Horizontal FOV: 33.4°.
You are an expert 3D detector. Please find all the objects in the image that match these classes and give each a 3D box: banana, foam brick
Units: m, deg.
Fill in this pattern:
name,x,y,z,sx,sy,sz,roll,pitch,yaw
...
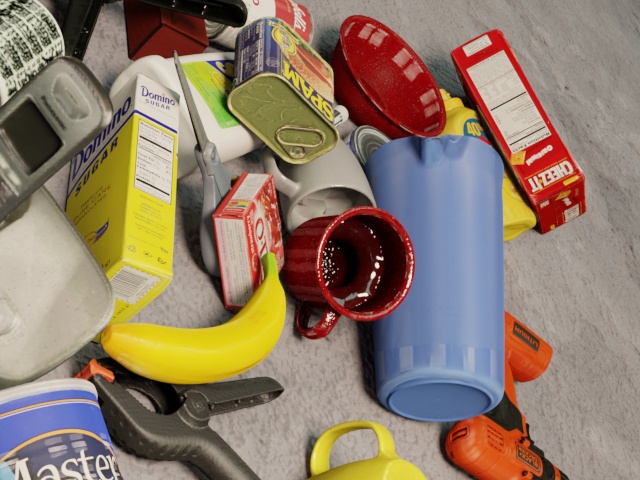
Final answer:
name,x,y,z,sx,sy,sz,roll,pitch,yaw
banana,-0.076,0.065,0.748,0.069,0.037,0.197,54,31,6
foam brick,-0.138,-0.195,0.950,0.052,0.051,0.078,21,45,-38

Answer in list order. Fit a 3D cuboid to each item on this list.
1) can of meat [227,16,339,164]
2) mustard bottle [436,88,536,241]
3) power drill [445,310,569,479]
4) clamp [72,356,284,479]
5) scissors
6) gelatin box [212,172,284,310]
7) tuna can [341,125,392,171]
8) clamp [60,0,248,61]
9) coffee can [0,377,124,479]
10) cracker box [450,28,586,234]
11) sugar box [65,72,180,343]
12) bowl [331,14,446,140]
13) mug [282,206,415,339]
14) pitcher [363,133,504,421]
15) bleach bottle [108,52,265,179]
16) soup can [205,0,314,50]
name,x,y,z,sx,sy,sz,roll,pitch,yaw
can of meat,-0.031,-0.129,0.908,0.102,0.058,0.084,41,34,-37
mustard bottle,0.177,-0.092,1.235,0.096,0.058,0.192,0,59,-56
power drill,0.192,0.169,1.019,0.184,0.057,0.187,37,36,-28
clamp,-0.088,0.130,0.728,0.171,0.039,0.120,19,36,-33
scissors,-0.089,-0.045,0.815,0.201,0.016,0.096,66,30,-58
gelatin box,-0.056,0.001,0.852,0.073,0.030,0.089,-61,150,-56
tuna can,0.053,-0.074,1.090,0.086,0.034,0.086,31,39,-30
clamp,-0.167,-0.216,0.884,0.164,0.036,0.210,-17,51,-21
coffee can,-0.149,0.158,0.571,0.102,0.103,0.140,1,60,-50
cracker box,0.242,-0.129,1.284,0.214,0.072,0.164,64,8,17
sugar box,-0.143,-0.026,0.755,0.048,0.093,0.176,25,42,-34
bowl,0.064,-0.166,1.166,0.162,0.055,0.162,31,40,-30
mug,0.014,0.030,0.894,0.093,0.082,0.117,30,76,-24
pitcher,0.106,0.038,0.967,0.149,0.145,0.243,24,53,-32
bleach bottle,-0.076,-0.130,0.959,0.102,0.068,0.250,56,31,0
soup can,-0.066,-0.214,1.040,0.102,0.069,0.068,14,50,-43
